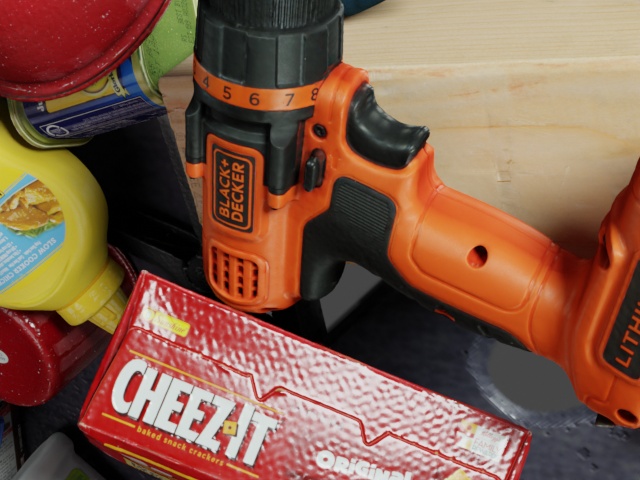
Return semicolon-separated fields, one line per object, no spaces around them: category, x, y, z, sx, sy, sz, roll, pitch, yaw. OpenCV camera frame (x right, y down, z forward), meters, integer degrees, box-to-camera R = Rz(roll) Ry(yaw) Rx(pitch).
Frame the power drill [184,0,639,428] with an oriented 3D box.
power drill;0.041;-0.029;0.356;0.188;0.057;0.184;22;134;20

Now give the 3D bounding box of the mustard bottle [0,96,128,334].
mustard bottle;-0.167;-0.021;0.545;0.096;0.058;0.191;-34;111;23

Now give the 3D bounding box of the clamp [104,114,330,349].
clamp;-0.054;0.001;0.567;0.171;0.039;0.120;39;137;-2

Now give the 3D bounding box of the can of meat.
can of meat;-0.103;-0.102;0.501;0.084;0.057;0.102;-11;91;33

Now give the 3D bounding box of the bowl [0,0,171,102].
bowl;-0.128;-0.143;0.448;0.162;0.055;0.162;-5;81;31

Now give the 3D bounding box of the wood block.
wood block;0.051;-0.047;0.437;0.206;0.090;0.090;3;122;29

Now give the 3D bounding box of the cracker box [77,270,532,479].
cracker box;-0.023;0.092;0.493;0.164;0.072;0.214;23;166;-6

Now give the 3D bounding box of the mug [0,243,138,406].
mug;-0.170;0.033;0.627;0.093;0.081;0.117;-12;113;36
